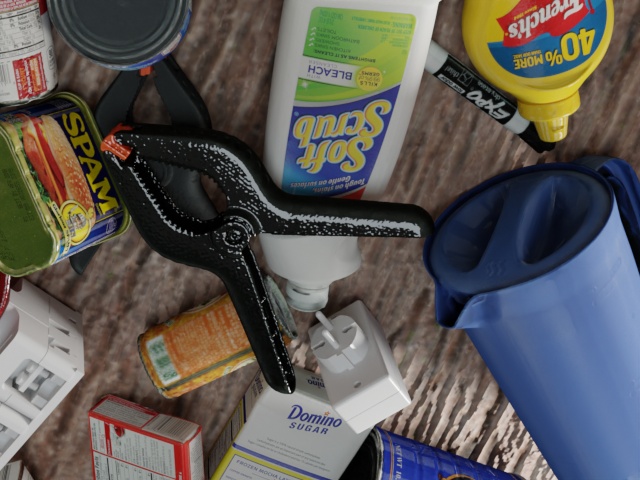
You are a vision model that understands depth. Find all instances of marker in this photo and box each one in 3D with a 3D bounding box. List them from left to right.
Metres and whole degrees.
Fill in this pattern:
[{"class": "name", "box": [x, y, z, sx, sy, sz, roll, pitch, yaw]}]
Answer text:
[{"class": "marker", "box": [0.115, -0.096, 0.729, 0.121, 0.020, 0.020, 32, 109, -20]}]

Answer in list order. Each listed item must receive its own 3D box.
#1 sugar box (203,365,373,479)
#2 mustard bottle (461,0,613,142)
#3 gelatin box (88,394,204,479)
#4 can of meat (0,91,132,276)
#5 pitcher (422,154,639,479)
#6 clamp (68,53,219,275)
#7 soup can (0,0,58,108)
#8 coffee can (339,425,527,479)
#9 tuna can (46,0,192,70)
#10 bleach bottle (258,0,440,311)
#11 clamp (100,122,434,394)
[{"class": "sugar box", "box": [-0.040, 0.182, 0.839, 0.093, 0.048, 0.176, 25, 109, -17]}, {"class": "mustard bottle", "box": [0.136, -0.152, 0.681, 0.096, 0.058, 0.191, -17, 118, -3]}, {"class": "gelatin box", "box": [-0.131, 0.163, 0.808, 0.089, 0.030, 0.073, 13, 119, 24]}, {"class": "can of meat", "box": [-0.176, -0.036, 0.671, 0.058, 0.083, 0.102, -19, 98, 27]}, {"class": "pitcher", "box": [0.187, 0.067, 0.768, 0.149, 0.145, 0.242, -20, 121, 18]}, {"class": "clamp", "box": [-0.122, -0.046, 0.718, 0.120, 0.039, 0.171, -8, 110, -1]}, {"class": "soup can", "box": [-0.199, -0.139, 0.646, 0.068, 0.068, 0.102, -4, 118, -4]}, {"class": "coffee can", "box": [0.083, 0.213, 0.836, 0.140, 0.103, 0.103, 21, 112, -16]}, {"class": "tuna can", "box": [-0.121, -0.148, 0.652, 0.086, 0.034, 0.086, 0, 93, -2]}, {"class": "bleach bottle", "box": [0.014, -0.065, 0.710, 0.102, 0.068, 0.251, 6, 118, -3]}, {"class": "clamp", "box": [-0.055, 0.001, 0.695, 0.210, 0.036, 0.165, 29, 111, -7]}]
